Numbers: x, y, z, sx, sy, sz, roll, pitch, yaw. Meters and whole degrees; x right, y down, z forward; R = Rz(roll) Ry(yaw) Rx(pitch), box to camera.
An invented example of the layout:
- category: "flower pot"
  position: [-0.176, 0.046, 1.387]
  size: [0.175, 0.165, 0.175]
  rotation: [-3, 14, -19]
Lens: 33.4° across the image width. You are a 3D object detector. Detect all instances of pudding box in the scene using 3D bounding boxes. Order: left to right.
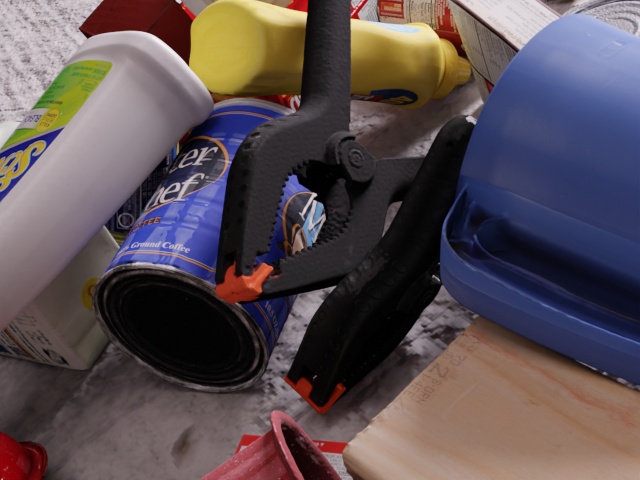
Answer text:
- category: "pudding box"
  position: [0.124, -0.105, 0.645]
  size: [0.039, 0.090, 0.113]
  rotation: [-29, 37, -3]

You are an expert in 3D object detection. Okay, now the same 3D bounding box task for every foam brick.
- category: "foam brick"
  position: [-0.123, -0.143, 0.753]
  size: [0.051, 0.053, 0.078]
  rotation: [-50, 45, -8]

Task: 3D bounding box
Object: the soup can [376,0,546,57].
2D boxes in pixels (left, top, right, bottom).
- category: "soup can"
  position: [0.097, -0.164, 0.750]
  size: [0.102, 0.068, 0.068]
  rotation: [20, 56, 44]

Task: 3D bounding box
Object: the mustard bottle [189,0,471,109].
- category: "mustard bottle"
  position: [0.019, -0.116, 0.685]
  size: [0.191, 0.058, 0.096]
  rotation: [-1, 7, -33]

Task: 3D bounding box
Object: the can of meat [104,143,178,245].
- category: "can of meat"
  position: [-0.135, -0.056, 0.732]
  size: [0.057, 0.084, 0.102]
  rotation: [-11, 29, -29]

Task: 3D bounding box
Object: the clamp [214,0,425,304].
- category: "clamp"
  position: [0.005, -0.050, 0.575]
  size: [0.209, 0.164, 0.036]
  rotation: [-44, 12, -37]

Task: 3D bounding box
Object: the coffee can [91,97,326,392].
- category: "coffee can"
  position: [-0.054, 0.001, 0.614]
  size: [0.103, 0.102, 0.140]
  rotation: [-2, 43, 28]

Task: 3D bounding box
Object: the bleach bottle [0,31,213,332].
- category: "bleach bottle"
  position: [-0.169, -0.004, 0.592]
  size: [0.103, 0.068, 0.250]
  rotation: [10, 60, 52]

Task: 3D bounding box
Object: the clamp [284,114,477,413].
- category: "clamp"
  position: [0.049, 0.015, 0.549]
  size: [0.039, 0.120, 0.172]
  rotation: [47, 110, 29]
